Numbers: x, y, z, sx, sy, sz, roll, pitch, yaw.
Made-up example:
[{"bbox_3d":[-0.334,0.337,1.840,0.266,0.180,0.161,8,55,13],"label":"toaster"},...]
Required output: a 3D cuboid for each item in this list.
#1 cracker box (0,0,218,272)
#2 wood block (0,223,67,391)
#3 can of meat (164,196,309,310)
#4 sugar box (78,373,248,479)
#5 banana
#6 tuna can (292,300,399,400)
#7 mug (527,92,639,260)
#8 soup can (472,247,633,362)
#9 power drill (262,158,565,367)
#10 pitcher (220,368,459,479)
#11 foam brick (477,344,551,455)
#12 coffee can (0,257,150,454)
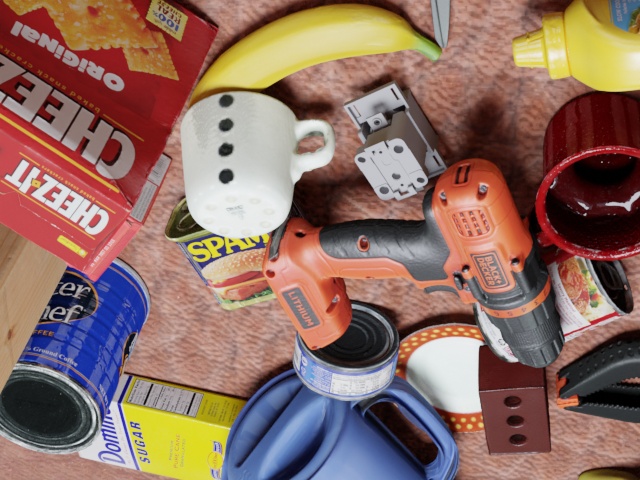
[{"bbox_3d":[-0.168,-0.107,0.664,0.164,0.213,0.072,33,127,-15],"label":"cracker box"},{"bbox_3d":[-0.254,0.023,0.792,0.090,0.206,0.091,10,129,3],"label":"wood block"},{"bbox_3d":[-0.056,0.001,0.833,0.102,0.057,0.084,-16,126,22],"label":"can of meat"},{"bbox_3d":[-0.140,0.179,1.000,0.176,0.048,0.093,10,129,2],"label":"sugar box"},{"bbox_3d":[-0.020,-0.122,0.738,0.198,0.037,0.069,-14,124,21],"label":"banana"},{"bbox_3d":[0.021,0.088,0.868,0.086,0.086,0.034,9,128,4],"label":"tuna can"},{"bbox_3d":[0.187,-0.040,0.733,0.093,0.081,0.117,33,127,-15],"label":"mug"},{"bbox_3d":[0.176,0.045,0.813,0.102,0.068,0.068,-29,118,30],"label":"soup can"},{"bbox_3d":[0.067,0.030,0.757,0.188,0.057,0.184,-10,129,25],"label":"power drill"},{"bbox_3d":[0.045,0.221,0.941,0.149,0.145,0.242,-3,142,47],"label":"pitcher"},{"bbox_3d":[0.158,0.129,0.867,0.053,0.051,0.078,-5,127,14],"label":"foam brick"},{"bbox_3d":[-0.208,0.089,0.879,0.103,0.140,0.103,6,129,7],"label":"coffee can"}]
